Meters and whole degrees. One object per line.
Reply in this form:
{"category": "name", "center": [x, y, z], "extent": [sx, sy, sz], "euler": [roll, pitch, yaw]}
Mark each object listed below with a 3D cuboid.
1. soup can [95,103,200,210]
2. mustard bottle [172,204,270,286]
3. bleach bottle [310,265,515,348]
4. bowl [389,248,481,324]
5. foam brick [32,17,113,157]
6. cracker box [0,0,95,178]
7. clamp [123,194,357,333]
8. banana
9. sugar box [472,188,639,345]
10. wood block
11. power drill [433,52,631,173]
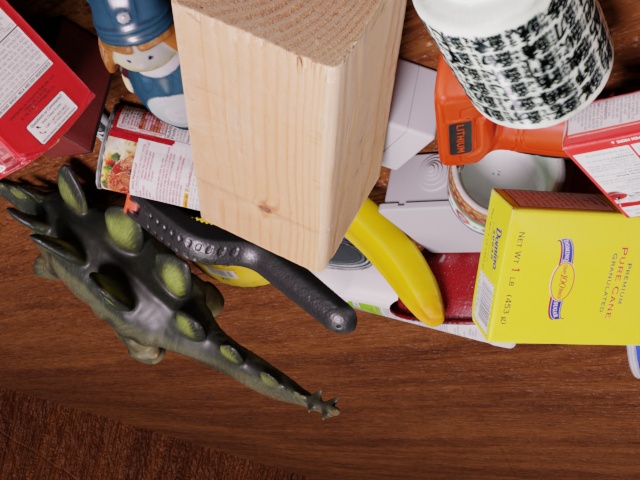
{"category": "soup can", "center": [-0.115, -0.062, 0.826], "extent": [0.102, 0.068, 0.068], "euler": [13, 162, -4]}
{"category": "mustard bottle", "center": [-0.106, -0.015, 0.976], "extent": [0.096, 0.058, 0.191], "euler": [12, 163, 22]}
{"category": "bleach bottle", "center": [0.071, 0.046, 1.038], "extent": [0.251, 0.068, 0.102], "euler": [11, 165, 11]}
{"category": "bowl", "center": [0.136, 0.028, 0.894], "extent": [0.162, 0.055, 0.162], "euler": [-5, -173, 0]}
{"category": "foam brick", "center": [-0.181, -0.103, 0.731], "extent": [0.053, 0.078, 0.051], "euler": [-4, 158, 41]}
{"category": "cracker box", "center": [-0.258, -0.121, 0.620], "extent": [0.213, 0.072, 0.164], "euler": [48, 147, -22]}
{"category": "clamp", "center": [-0.056, 0.001, 0.856], "extent": [0.210, 0.164, 0.036], "euler": [13, 122, -8]}
{"category": "banana", "center": [0.027, -0.008, 0.849], "extent": [0.198, 0.069, 0.037], "euler": [37, 138, 7]}
{"category": "sugar box", "center": [0.191, 0.019, 0.685], "extent": [0.176, 0.093, 0.048], "euler": [2, -158, -10]}
{"category": "wood block", "center": [-0.016, -0.079, 0.593], "extent": [0.091, 0.090, 0.206], "euler": [25, 154, 11]}
{"category": "power drill", "center": [0.161, -0.078, 0.614], "extent": [0.188, 0.057, 0.184], "euler": [9, 161, 11]}
